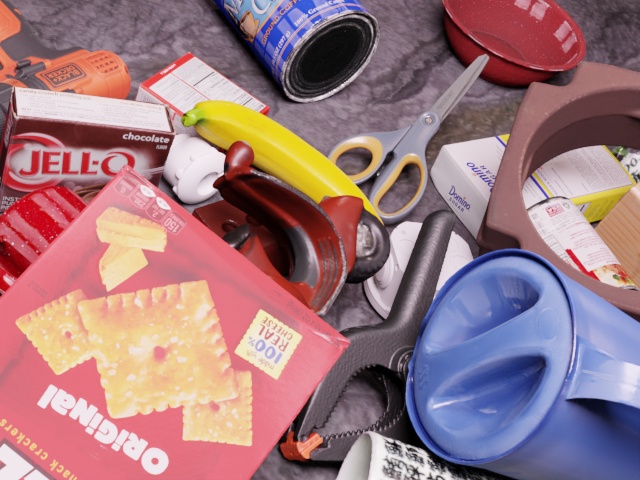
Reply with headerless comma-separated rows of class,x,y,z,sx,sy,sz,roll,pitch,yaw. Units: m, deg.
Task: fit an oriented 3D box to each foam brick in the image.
foam brick,-0.055,0.001,0.780,0.078,0.051,0.053,-22,61,-39

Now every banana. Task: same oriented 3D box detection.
banana,-0.031,-0.060,0.837,0.197,0.037,0.069,29,34,-27

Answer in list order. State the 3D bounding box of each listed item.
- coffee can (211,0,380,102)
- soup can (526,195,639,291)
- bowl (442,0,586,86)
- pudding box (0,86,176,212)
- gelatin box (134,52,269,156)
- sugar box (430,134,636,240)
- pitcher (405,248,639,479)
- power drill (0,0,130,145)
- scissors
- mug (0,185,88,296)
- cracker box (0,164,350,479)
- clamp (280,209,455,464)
coffee can,-0.027,-0.209,0.959,0.102,0.103,0.140,-16,57,-36
soup can,0.204,0.022,0.873,0.068,0.069,0.102,-7,52,-31
bowl,0.188,-0.209,1.098,0.162,0.055,0.162,13,44,-14
pudding box,-0.168,-0.059,0.755,0.113,0.090,0.039,2,48,-25
gelatin box,-0.098,-0.108,0.881,0.089,0.030,0.073,36,43,7
sugar box,0.192,-0.052,0.957,0.175,0.048,0.093,-13,55,-30
pitcher,0.188,0.109,0.686,0.242,0.145,0.149,25,31,-33
power drill,-0.265,-0.141,0.814,0.188,0.057,0.184,43,41,13
scissors,0.072,-0.101,0.922,0.096,0.016,0.201,19,61,10
mug,-0.168,0.019,0.674,0.081,0.093,0.117,39,18,20
cracker box,-0.112,0.089,0.576,0.164,0.072,0.213,39,67,-2
clamp,0.065,0.097,0.734,0.209,0.036,0.164,-39,95,-29
